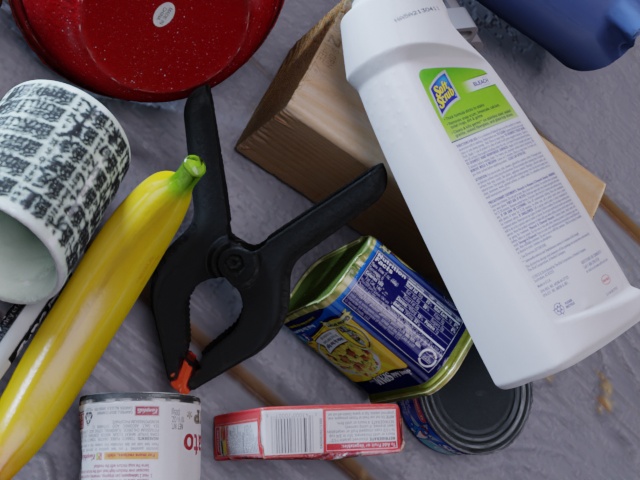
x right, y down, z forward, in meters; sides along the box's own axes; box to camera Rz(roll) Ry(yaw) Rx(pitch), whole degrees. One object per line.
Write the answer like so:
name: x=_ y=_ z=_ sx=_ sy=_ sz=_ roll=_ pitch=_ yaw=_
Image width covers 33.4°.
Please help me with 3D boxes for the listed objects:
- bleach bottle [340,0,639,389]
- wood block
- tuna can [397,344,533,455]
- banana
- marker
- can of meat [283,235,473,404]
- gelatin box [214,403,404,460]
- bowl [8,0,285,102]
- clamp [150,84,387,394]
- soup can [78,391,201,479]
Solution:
bleach bottle: x=0.085 y=-0.049 z=0.600 sx=0.102 sy=0.068 sz=0.251 roll=-23 pitch=84 yaw=-41
wood block: x=0.063 y=-0.047 z=0.676 sx=0.206 sy=0.091 sz=0.090 roll=34 pitch=67 yaw=-15
tuna can: x=0.092 y=0.095 z=0.688 sx=0.086 sy=0.034 sz=0.086 roll=6 pitch=75 yaw=-24
banana: x=-0.123 y=0.037 z=0.566 sx=0.037 sy=0.069 sz=0.198 roll=31 pitch=88 yaw=-2
marker: x=-0.164 y=0.048 z=0.571 sx=0.020 sy=0.020 sz=0.121 roll=37 pitch=52 yaw=-13
can of meat: x=0.031 y=0.048 z=0.633 sx=0.084 sy=0.102 sz=0.057 roll=40 pitch=65 yaw=-10
gelatin box: x=-0.008 y=0.112 z=0.615 sx=0.089 sy=0.073 sz=0.030 roll=3 pitch=78 yaw=-26
bowl: x=-0.089 y=-0.134 z=0.587 sx=0.161 sy=0.162 sz=0.055 roll=7 pitch=34 yaw=-24
clamp: x=-0.054 y=0.001 z=0.604 sx=0.120 sy=0.039 sz=0.171 roll=33 pitch=94 yaw=3
soup can: x=-0.098 y=0.135 z=0.569 sx=0.068 sy=0.069 sz=0.102 roll=6 pitch=75 yaw=-24
